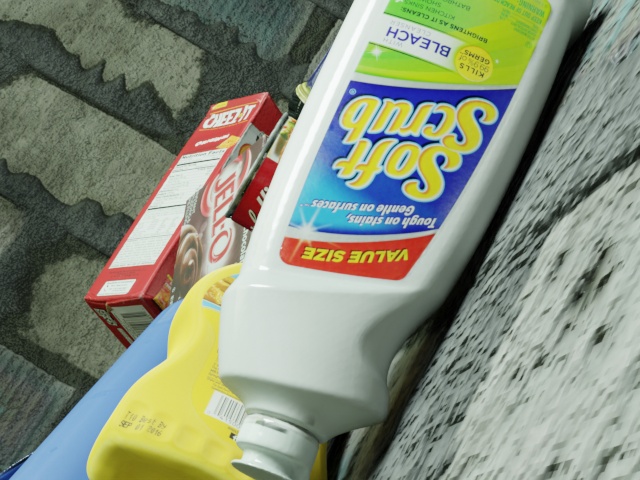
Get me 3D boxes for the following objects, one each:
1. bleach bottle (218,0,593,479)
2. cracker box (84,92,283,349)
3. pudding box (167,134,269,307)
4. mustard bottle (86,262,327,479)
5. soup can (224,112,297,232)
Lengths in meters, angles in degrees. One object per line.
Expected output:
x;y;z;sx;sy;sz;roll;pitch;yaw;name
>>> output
0.031;-0.016;0.444;0.068;0.102;0.250;107;-175;-68;bleach bottle
-0.067;0.019;0.828;0.072;0.164;0.213;-5;44;37;cracker box
-0.055;0.001;0.682;0.090;0.039;0.113;-36;38;39;pudding box
-0.029;0.062;0.501;0.058;0.096;0.191;-58;4;33;mustard bottle
0.007;-0.017;0.599;0.068;0.102;0.068;-59;4;6;soup can
